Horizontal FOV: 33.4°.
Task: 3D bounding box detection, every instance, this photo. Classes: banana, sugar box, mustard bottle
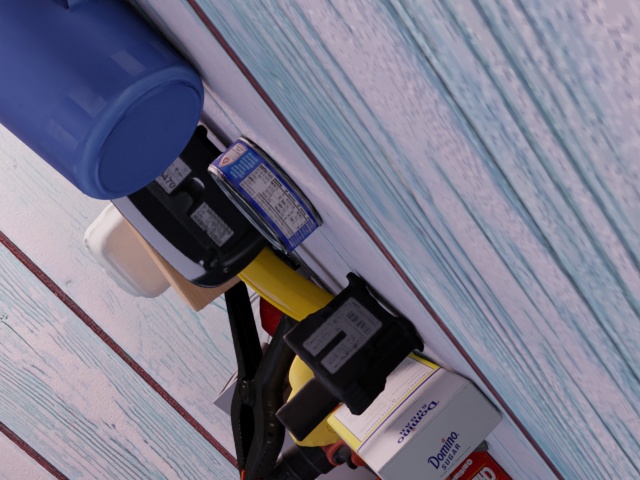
[{"bbox_3d":[-0.037,0.029,0.983,0.198,0.069,0.037,42,131,16],"label":"banana"},{"bbox_3d":[0.067,0.138,0.819,0.048,0.093,0.176,47,174,-11],"label":"sugar box"},{"bbox_3d":[0.018,0.117,0.950,0.058,0.096,0.192,61,161,28],"label":"mustard bottle"}]

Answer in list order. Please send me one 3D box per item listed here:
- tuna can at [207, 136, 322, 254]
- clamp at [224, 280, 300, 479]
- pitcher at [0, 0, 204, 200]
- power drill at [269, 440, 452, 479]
[{"bbox_3d":[-0.040,-0.031,0.754,0.086,0.033,0.086,46,174,6],"label":"tuna can"},{"bbox_3d":[-0.066,0.143,1.079,0.036,0.210,0.165,0,-166,-27],"label":"clamp"},{"bbox_3d":[-0.193,-0.146,0.711,0.243,0.145,0.149,41,-176,18],"label":"pitcher"},{"bbox_3d":[0.035,0.219,1.039,0.057,0.184,0.188,46,-179,-27],"label":"power drill"}]
